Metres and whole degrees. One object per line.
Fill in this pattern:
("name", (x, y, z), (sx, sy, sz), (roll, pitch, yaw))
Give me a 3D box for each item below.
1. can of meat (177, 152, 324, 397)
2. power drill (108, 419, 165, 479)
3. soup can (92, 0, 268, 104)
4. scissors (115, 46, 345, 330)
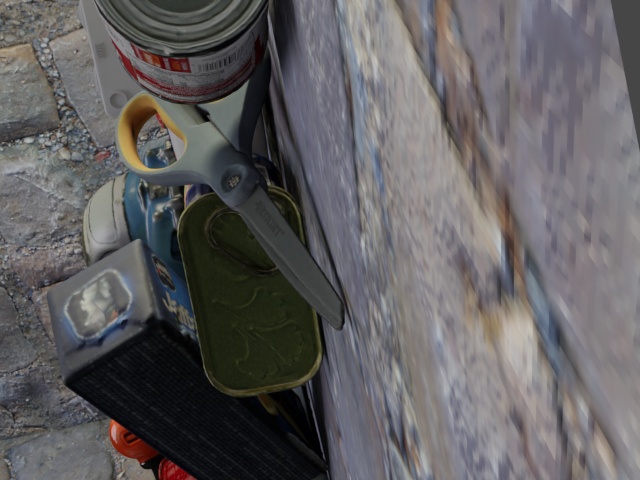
("can of meat", (-0.036, 0.012, 0.529), (0.084, 0.057, 0.102), (-110, 10, -71))
("power drill", (-0.118, 0.208, 0.936), (0.187, 0.057, 0.184), (60, -178, -3))
("soup can", (-0.052, -0.094, 0.412), (0.102, 0.068, 0.068), (160, 99, -85))
("scissors", (-0.026, -0.041, 0.452), (0.016, 0.096, 0.202), (37, 175, -42))
